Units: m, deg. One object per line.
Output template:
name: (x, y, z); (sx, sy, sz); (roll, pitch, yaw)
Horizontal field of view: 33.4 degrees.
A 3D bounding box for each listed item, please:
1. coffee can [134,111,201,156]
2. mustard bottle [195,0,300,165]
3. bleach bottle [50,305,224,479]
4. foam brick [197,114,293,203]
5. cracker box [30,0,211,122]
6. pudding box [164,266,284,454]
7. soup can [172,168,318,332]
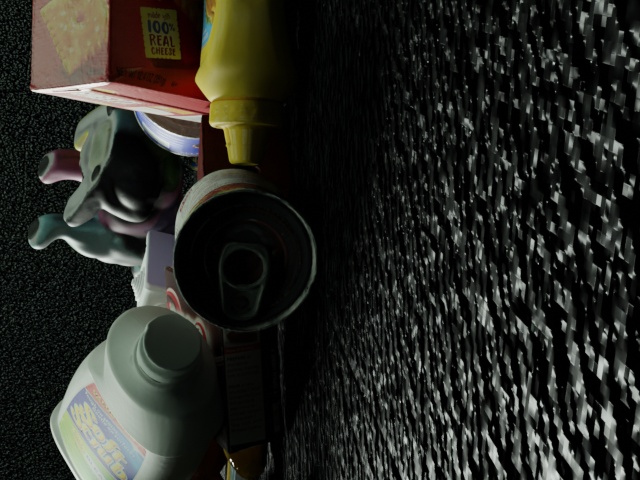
coffee can: (-0.098, -0.123, 0.831); (0.140, 0.102, 0.103); (173, 98, -82)
mustard bottle: (-0.039, -0.137, 0.584); (0.096, 0.058, 0.191); (174, 97, -83)
bleach bottle: (-0.106, 0.093, 0.615); (0.102, 0.068, 0.251); (56, 154, 13)
foam brick: (-0.046, -0.034, 0.640); (0.078, 0.053, 0.051); (-101, 14, -51)
cracker box: (-0.090, -0.185, 0.644); (0.163, 0.072, 0.214); (3, -92, -57)
pudding box: (-0.060, 0.066, 0.643); (0.114, 0.039, 0.090); (18, 114, 63)
soup can: (-0.041, 0.001, 0.543); (0.102, 0.068, 0.068); (-128, 40, -78)
